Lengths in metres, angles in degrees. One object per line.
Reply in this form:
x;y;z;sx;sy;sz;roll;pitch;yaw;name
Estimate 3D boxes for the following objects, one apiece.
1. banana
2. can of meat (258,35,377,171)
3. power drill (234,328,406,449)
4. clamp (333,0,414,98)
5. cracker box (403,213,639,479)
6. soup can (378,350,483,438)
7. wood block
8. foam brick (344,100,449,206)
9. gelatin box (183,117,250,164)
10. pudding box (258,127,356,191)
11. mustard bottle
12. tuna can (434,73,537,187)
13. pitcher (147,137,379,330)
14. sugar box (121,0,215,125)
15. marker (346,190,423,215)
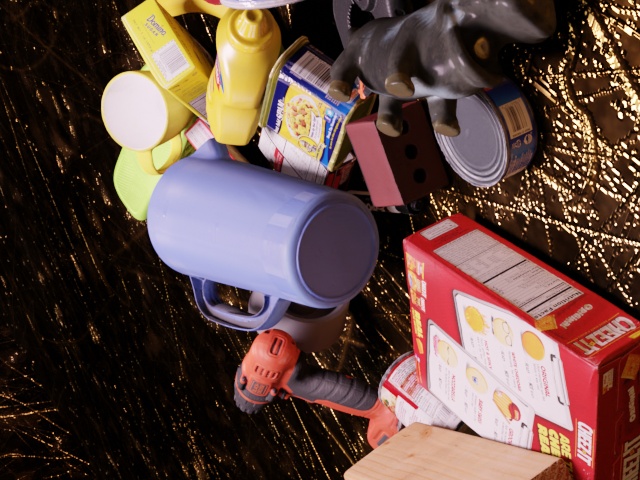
-0.108;-0.237;1.094;0.198;0.037;0.070;31;131;35;banana
-0.002;-0.122;0.971;0.084;0.057;0.102;35;149;10;can of meat
0.000;0.168;1.131;0.187;0.057;0.185;20;154;-2;power drill
0.050;-0.202;0.846;0.165;0.036;0.210;38;144;44;clamp
0.162;0.095;0.852;0.214;0.072;0.164;36;144;45;cracker box
0.112;0.159;1.011;0.102;0.068;0.068;39;145;43;soup can
0.117;0.221;0.872;0.206;0.090;0.091;-2;116;63;wood block
0.065;-0.074;0.912;0.051;0.052;0.078;-2;112;64;foam brick
-0.109;-0.092;1.222;0.089;0.030;0.073;48;-173;32;gelatin box
-0.015;-0.089;1.074;0.113;0.039;0.090;52;152;21;pudding box
-0.072;-0.164;0.991;0.192;0.058;0.096;123;153;-71;mustard bottle
0.124;-0.086;0.808;0.086;0.033;0.086;45;148;37;tuna can
-0.057;0.001;1.043;0.243;0.145;0.149;16;148;52;pitcher
-0.141;-0.183;1.136;0.093;0.048;0.176;59;-171;13;sugar box
0.058;-0.036;0.999;0.121;0.020;0.020;9;120;61;marker
